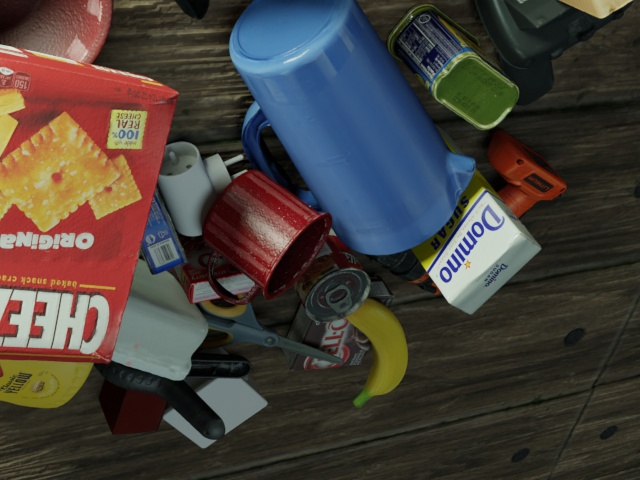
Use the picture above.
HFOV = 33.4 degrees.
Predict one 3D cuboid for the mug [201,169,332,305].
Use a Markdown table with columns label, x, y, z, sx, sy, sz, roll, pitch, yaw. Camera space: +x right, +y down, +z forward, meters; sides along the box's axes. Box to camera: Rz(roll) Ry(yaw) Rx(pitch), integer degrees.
| label | x | y | z | sx | sy | sz | roll | pitch | yaw |
| --- | --- | --- | --- | --- | --- | --- | --- | --- | --- |
| mug | -0.056 | 0.001 | 0.939 | 0.117 | 0.081 | 0.093 | -55 | 165 | 7 |

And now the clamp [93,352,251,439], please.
| label | x | y | z | sx | sy | sz | roll | pitch | yaw |
| --- | --- | --- | --- | --- | --- | --- | --- | --- | --- |
| clamp | -0.152 | 0.130 | 1.025 | 0.171 | 0.120 | 0.039 | 16 | 114 | -7 |

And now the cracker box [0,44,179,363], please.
| label | x | y | z | sx | sy | sz | roll | pitch | yaw |
| --- | --- | --- | --- | --- | --- | --- | --- | --- | --- |
| cracker box | -0.207 | -0.023 | 0.754 | 0.163 | 0.072 | 0.214 | 8 | 103 | -37 |

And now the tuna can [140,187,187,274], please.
| label | x | y | z | sx | sy | sz | roll | pitch | yaw |
| --- | --- | --- | --- | --- | --- | --- | --- | --- | --- |
| tuna can | -0.147 | -0.014 | 0.923 | 0.033 | 0.086 | 0.086 | -23 | 138 | -8 |

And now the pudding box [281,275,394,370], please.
| label | x | y | z | sx | sy | sz | roll | pitch | yaw |
| --- | --- | --- | --- | --- | --- | --- | --- | --- | --- |
| pudding box | 0.017 | 0.090 | 1.158 | 0.089 | 0.039 | 0.114 | -2 | 131 | -29 |

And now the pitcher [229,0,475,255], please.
| label | x | y | z | sx | sy | sz | roll | pitch | yaw |
| --- | --- | --- | --- | --- | --- | --- | --- | --- | --- |
| pitcher | 0.013 | -0.103 | 0.915 | 0.149 | 0.145 | 0.242 | -44 | 135 | -7 |

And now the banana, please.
| label | x | y | z | sx | sy | sz | roll | pitch | yaw |
| --- | --- | --- | --- | --- | --- | --- | --- | --- | --- |
| banana | 0.061 | 0.114 | 1.144 | 0.069 | 0.037 | 0.198 | -33 | 141 | -19 |

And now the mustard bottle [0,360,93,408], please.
| label | x | y | z | sx | sy | sz | roll | pitch | yaw |
| --- | --- | --- | --- | --- | --- | --- | --- | --- | --- |
| mustard bottle | -0.307 | 0.104 | 0.961 | 0.191 | 0.058 | 0.096 | 15 | 132 | -39 |

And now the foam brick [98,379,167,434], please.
| label | x | y | z | sx | sy | sz | roll | pitch | yaw |
| --- | --- | --- | --- | --- | --- | --- | --- | --- | --- |
| foam brick | -0.186 | 0.152 | 1.084 | 0.051 | 0.053 | 0.078 | 0 | 130 | -32 |

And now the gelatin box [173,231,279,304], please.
| label | x | y | z | sx | sy | sz | roll | pitch | yaw |
| --- | --- | --- | --- | --- | --- | --- | --- | --- | --- |
| gelatin box | -0.092 | 0.017 | 0.996 | 0.089 | 0.073 | 0.030 | -11 | 135 | -22 |

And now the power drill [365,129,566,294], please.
| label | x | y | z | sx | sy | sz | roll | pitch | yaw |
| --- | --- | --- | --- | --- | --- | --- | --- | --- | --- |
| power drill | 0.152 | -0.025 | 1.117 | 0.184 | 0.057 | 0.188 | 20 | 120 | -46 |

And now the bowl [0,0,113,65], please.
| label | x | y | z | sx | sy | sz | roll | pitch | yaw |
| --- | --- | --- | --- | --- | --- | --- | --- | --- | --- |
| bowl | -0.230 | -0.169 | 0.746 | 0.162 | 0.055 | 0.162 | -17 | 136 | -17 |

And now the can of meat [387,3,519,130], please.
| label | x | y | z | sx | sy | sz | roll | pitch | yaw |
| --- | --- | --- | --- | --- | --- | --- | --- | --- | --- |
| can of meat | 0.121 | -0.153 | 0.952 | 0.101 | 0.084 | 0.057 | 24 | 114 | -44 |

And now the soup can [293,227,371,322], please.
| label | x | y | z | sx | sy | sz | roll | pitch | yaw |
| --- | --- | --- | --- | --- | --- | --- | --- | --- | --- |
| soup can | -0.003 | 0.021 | 1.031 | 0.068 | 0.102 | 0.068 | -17 | 136 | -17 |

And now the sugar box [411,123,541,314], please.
| label | x | y | z | sx | sy | sz | roll | pitch | yaw |
| --- | --- | --- | --- | --- | --- | --- | --- | --- | --- |
| sugar box | 0.120 | -0.025 | 1.004 | 0.093 | 0.176 | 0.048 | -46 | 137 | 15 |

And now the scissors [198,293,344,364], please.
| label | x | y | z | sx | sy | sz | roll | pitch | yaw |
| --- | --- | --- | --- | --- | --- | --- | --- | --- | --- |
| scissors | -0.055 | 0.083 | 1.094 | 0.201 | 0.016 | 0.096 | 7 | 123 | -20 |
